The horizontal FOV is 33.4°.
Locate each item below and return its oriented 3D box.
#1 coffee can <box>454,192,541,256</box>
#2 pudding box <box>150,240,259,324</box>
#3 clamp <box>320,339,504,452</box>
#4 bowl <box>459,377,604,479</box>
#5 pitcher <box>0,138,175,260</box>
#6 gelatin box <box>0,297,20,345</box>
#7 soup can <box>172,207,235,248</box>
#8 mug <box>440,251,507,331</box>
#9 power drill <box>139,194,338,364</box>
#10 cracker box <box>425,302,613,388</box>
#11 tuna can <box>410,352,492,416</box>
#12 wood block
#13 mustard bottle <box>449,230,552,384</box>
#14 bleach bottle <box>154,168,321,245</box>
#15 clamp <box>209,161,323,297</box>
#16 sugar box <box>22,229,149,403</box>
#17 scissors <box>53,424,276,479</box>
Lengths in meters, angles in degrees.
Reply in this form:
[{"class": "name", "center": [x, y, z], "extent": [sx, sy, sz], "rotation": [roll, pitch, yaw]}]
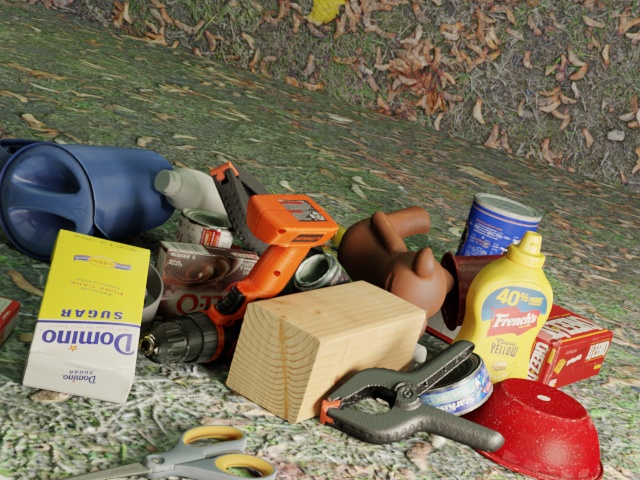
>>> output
[{"class": "coffee can", "center": [0.255, 0.012, 1.577], "extent": [0.102, 0.140, 0.103], "rotation": [15, 15, -4]}, {"class": "pudding box", "center": [-0.125, 0.052, 1.139], "extent": [0.113, 0.090, 0.039], "rotation": [9, 15, -24]}, {"class": "clamp", "center": [0.085, 0.146, 1.021], "extent": [0.171, 0.039, 0.120], "rotation": [3, 44, -4]}, {"class": "bowl", "center": [0.220, 0.185, 1.093], "extent": [0.162, 0.055, 0.162], "rotation": [16, 15, -4]}, {"class": "pitcher", "center": [-0.280, -0.062, 1.305], "extent": [0.145, 0.149, 0.242], "rotation": [-9, 3, 20]}, {"class": "gelatin box", "center": [-0.329, 0.070, 0.974], "extent": [0.089, 0.030, 0.073], "rotation": [15, 17, -3]}, {"class": "soup can", "center": [-0.137, 0.021, 1.209], "extent": [0.068, 0.102, 0.068], "rotation": [15, 16, -5]}, {"class": "mug", "center": [0.188, 0.054, 1.265], "extent": [0.081, 0.093, 0.117], "rotation": [-2, 21, -9]}, {"class": "power drill", "center": [-0.077, 0.042, 1.046], "extent": [0.057, 0.188, 0.184], "rotation": [45, 26, 23]}, {"class": "cracker box", "center": [0.241, 0.106, 1.364], "extent": [0.214, 0.072, 0.163], "rotation": [28, 19, 34]}, {"class": "tuna can", "center": [0.130, 0.147, 1.093], "extent": [0.086, 0.034, 0.086], "rotation": [-19, 15, 5]}, {"class": "wood block", "center": [0.011, 0.107, 1.082], "extent": [0.090, 0.091, 0.205], "rotation": [25, 17, 29]}, {"class": "mustard bottle", "center": [0.205, 0.080, 1.185], "extent": [0.096, 0.192, 0.058], "rotation": [11, 16, -18]}, {"class": "bleach bottle", "center": [-0.110, -0.037, 1.386], "extent": [0.250, 0.068, 0.103], "rotation": [23, 10, -48]}, {"class": "clamp", "center": [-0.058, 0.001, 1.211], "extent": [0.210, 0.036, 0.164], "rotation": [52, 25, -34]}, {"class": "sugar box", "center": [-0.211, 0.066, 0.981], "extent": [0.093, 0.048, 0.176], "rotation": [13, 33, -14]}, {"class": "scissors", "center": [-0.110, 0.183, 0.829], "extent": [0.096, 0.016, 0.201], "rotation": [24, 17, 26]}]
